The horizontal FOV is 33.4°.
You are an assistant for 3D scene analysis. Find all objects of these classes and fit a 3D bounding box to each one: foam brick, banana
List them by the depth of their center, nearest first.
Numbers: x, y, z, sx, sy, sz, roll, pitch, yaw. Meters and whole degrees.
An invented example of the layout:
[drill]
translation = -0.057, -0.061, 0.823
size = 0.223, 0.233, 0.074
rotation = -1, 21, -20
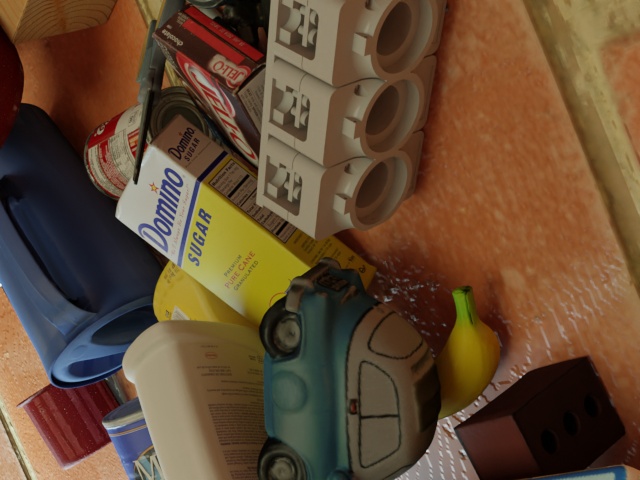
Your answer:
[foam brick]
translation = 0.127, 0.110, 0.617
size = 0.051, 0.078, 0.053
rotation = -29, 89, 51
[banana]
translation = 0.062, 0.090, 0.715
size = 0.198, 0.037, 0.069
rotation = -38, 75, 52

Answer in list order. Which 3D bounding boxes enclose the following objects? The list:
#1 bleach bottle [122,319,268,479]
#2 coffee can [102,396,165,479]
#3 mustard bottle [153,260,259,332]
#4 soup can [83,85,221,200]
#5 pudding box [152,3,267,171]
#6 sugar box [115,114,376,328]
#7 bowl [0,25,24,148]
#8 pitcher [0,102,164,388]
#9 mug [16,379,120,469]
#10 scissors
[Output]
[bleach bottle]
translation = -0.053, 0.174, 0.696
size = 0.068, 0.102, 0.251
rotation = -46, 50, 36
[coffee can]
translation = -0.114, 0.197, 0.923
size = 0.103, 0.102, 0.140
rotation = -19, 95, 52
[mustard bottle]
translation = -0.054, 0.096, 0.834
size = 0.192, 0.058, 0.096
rotation = 47, 143, 22
[soup can]
translation = -0.130, -0.073, 0.823
size = 0.102, 0.068, 0.068
rotation = -16, 97, 51
[pudding box]
translation = -0.053, -0.092, 0.704
size = 0.090, 0.039, 0.113
rotation = 40, 170, 35
[sugar box]
translation = -0.055, 0.001, 0.747
size = 0.176, 0.048, 0.093
rotation = 36, 138, -2
[bowl]
translation = -0.286, -0.115, 0.863
size = 0.162, 0.055, 0.162
rotation = -24, 58, 44
[pitcher]
translation = -0.235, -0.004, 0.929
size = 0.243, 0.144, 0.149
rotation = 53, 142, 19
[mug]
translation = -0.246, 0.177, 1.089
size = 0.081, 0.093, 0.117
rotation = 58, 173, 1
[scissors]
translation = -0.110, -0.122, 0.727
size = 0.202, 0.016, 0.096
rotation = -105, 35, -60
